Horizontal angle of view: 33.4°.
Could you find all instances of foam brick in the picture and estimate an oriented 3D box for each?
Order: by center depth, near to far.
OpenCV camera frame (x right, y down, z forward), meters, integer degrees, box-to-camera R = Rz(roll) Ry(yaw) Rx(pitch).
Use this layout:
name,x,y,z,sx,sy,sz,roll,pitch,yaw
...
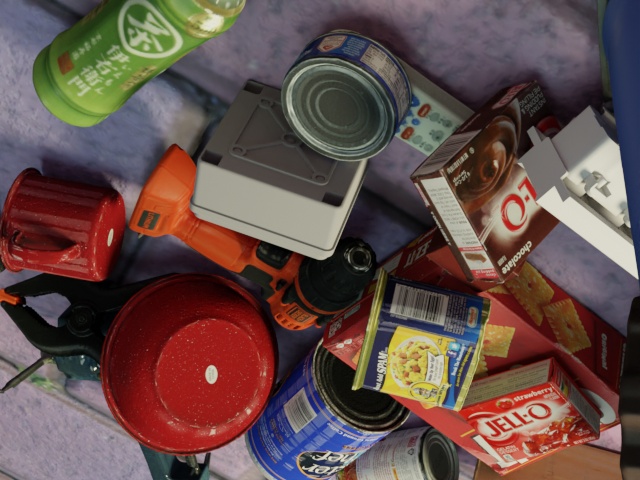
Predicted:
name,x,y,z,sx,sy,sz,roll,pitch,yaw
foam brick,0.121,-0.011,0.769,0.053,0.078,0.051,35,150,-13

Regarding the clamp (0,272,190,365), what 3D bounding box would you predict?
name,x,y,z,sx,sy,sz,roll,pitch,yaw
clamp,-0.203,0.080,0.946,0.171,0.120,0.039,6,169,8

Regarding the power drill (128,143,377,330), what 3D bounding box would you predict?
name,x,y,z,sx,sy,sz,roll,pitch,yaw
power drill,-0.056,0.001,0.849,0.187,0.057,0.185,33,156,-6

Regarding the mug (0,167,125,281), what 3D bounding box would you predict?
name,x,y,z,sx,sy,sz,roll,pitch,yaw
mug,-0.220,-0.007,0.906,0.081,0.117,0.093,10,109,7

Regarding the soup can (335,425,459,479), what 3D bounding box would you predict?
name,x,y,z,sx,sy,sz,roll,pitch,yaw
soup can,0.074,0.220,1.033,0.102,0.068,0.068,-17,124,35

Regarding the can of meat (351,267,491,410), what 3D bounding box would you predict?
name,x,y,z,sx,sy,sz,roll,pitch,yaw
can of meat,0.074,0.076,0.792,0.084,0.057,0.102,14,136,4

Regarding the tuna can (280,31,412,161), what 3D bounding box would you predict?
name,x,y,z,sx,sy,sz,roll,pitch,yaw
tuna can,0.017,-0.097,0.727,0.086,0.033,0.086,15,135,16

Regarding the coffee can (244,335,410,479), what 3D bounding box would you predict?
name,x,y,z,sx,sy,sz,roll,pitch,yaw
coffee can,0.005,0.156,0.974,0.102,0.102,0.141,32,136,-9

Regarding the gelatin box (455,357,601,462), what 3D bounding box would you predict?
name,x,y,z,sx,sy,sz,roll,pitch,yaw
gelatin box,0.162,0.134,0.835,0.089,0.030,0.073,-24,121,35

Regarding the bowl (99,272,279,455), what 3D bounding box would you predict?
name,x,y,z,sx,sy,sz,roll,pitch,yaw
bowl,-0.103,0.109,0.910,0.162,0.162,0.055,42,168,-19

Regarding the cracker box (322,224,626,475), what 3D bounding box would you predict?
name,x,y,z,sx,sy,sz,roll,pitch,yaw
cracker box,0.133,0.092,0.879,0.213,0.072,0.164,37,135,-15

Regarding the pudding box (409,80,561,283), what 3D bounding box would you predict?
name,x,y,z,sx,sy,sz,roll,pitch,yaw
pudding box,0.122,-0.040,0.712,0.039,0.113,0.090,-3,124,57
